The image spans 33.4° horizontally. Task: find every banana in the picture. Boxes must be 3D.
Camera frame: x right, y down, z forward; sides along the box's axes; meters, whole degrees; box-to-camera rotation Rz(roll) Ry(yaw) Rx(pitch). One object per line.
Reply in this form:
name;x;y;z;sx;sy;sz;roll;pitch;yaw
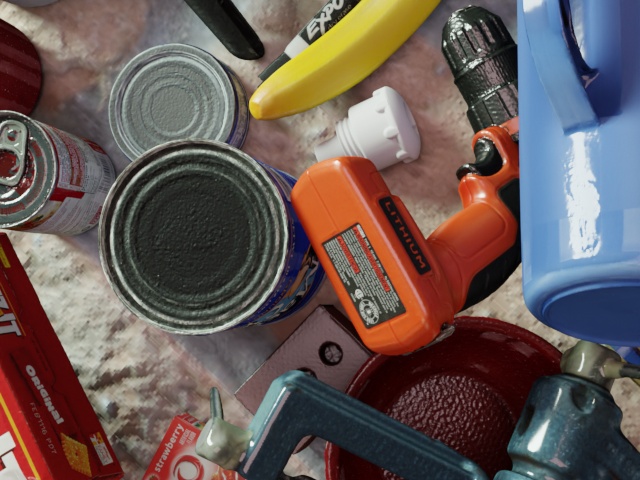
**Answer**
banana;0.035;-0.144;0.645;0.198;0.069;0.037;-51;49;12

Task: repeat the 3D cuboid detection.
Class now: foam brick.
foam brick;-0.005;0.083;0.647;0.053;0.051;0.078;43;95;9

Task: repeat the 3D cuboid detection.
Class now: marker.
marker;0.005;-0.137;0.672;0.020;0.020;0.121;45;95;9

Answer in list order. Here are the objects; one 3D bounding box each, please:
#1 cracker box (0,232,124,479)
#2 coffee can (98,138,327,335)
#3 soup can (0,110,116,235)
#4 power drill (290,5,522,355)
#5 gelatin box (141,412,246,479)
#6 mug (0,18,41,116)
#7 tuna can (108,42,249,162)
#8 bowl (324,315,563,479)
cracker box;-0.245;0.117;0.622;0.214;0.072;0.164;-32;80;18
coffee can;-0.054;0.001;0.614;0.103;0.140;0.103;0;88;10
soup can;-0.174;-0.038;0.656;0.068;0.102;0.068;0;88;10
power drill;0.076;-0.033;0.583;0.187;0.057;0.184;-25;84;-37
gelatin box;-0.077;0.164;0.667;0.073;0.030;0.089;29;92;10
mug;-0.241;-0.114;0.682;0.117;0.081;0.093;22;91;10
tuna can;-0.090;-0.081;0.678;0.086;0.033;0.086;0;88;10
bowl;0.080;0.124;0.618;0.162;0.055;0.162;0;88;-6
